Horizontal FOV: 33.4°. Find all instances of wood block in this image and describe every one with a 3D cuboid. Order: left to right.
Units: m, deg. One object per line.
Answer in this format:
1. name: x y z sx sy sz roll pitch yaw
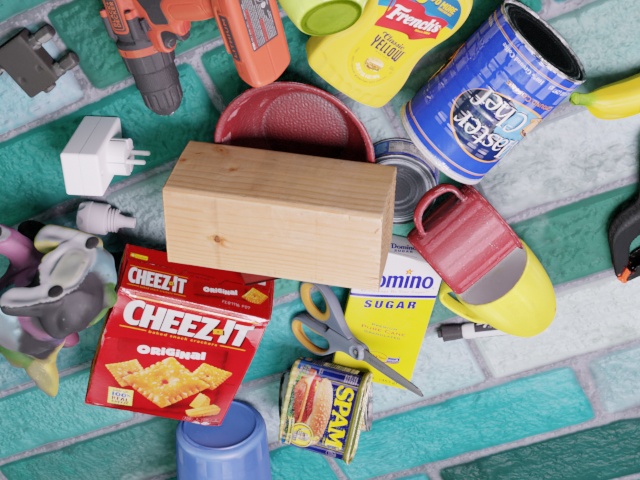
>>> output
1. wood block: -0.037 -0.024 1.019 0.206 0.090 0.091 8 128 9

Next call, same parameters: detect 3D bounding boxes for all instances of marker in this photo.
1. marker: 0.190 0.098 1.181 0.121 0.020 0.020 -7 122 13

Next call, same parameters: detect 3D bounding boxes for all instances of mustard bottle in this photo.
1. mustard bottle: 0.080 -0.211 0.965 0.096 0.058 0.192 29 123 -29

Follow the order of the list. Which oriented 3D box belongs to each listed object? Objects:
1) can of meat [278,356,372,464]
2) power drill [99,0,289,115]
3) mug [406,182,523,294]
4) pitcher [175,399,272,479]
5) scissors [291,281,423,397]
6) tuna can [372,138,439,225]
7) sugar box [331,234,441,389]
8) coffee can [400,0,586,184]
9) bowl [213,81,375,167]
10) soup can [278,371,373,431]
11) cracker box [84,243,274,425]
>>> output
1. can of meat: 0.005 0.185 1.175 0.084 0.057 0.102 13 96 11
2. power drill: -0.119 -0.187 0.968 0.188 0.057 0.184 13 134 36
3. mug: 0.134 -0.008 1.056 0.081 0.093 0.117 -41 127 3
4. pitcher: -0.126 0.322 1.309 0.145 0.149 0.243 10 122 18
5. scissors: 0.035 0.098 1.138 0.202 0.016 0.096 13 113 48
6. tuna can: 0.077 -0.059 1.084 0.086 0.033 0.086 4 124 6
7. sugar box: 0.073 0.078 1.169 0.093 0.048 0.176 12 126 1
8. coffee can: 0.157 -0.135 0.979 0.102 0.102 0.140 36 121 -15
9. bowl: -0.021 -0.096 1.055 0.162 0.055 0.162 8 127 10
10. soup can: 0.007 0.186 1.238 0.102 0.068 0.068 -1 124 10
11. cracker box: -0.159 0.113 1.176 0.164 0.072 0.214 13 136 -13
